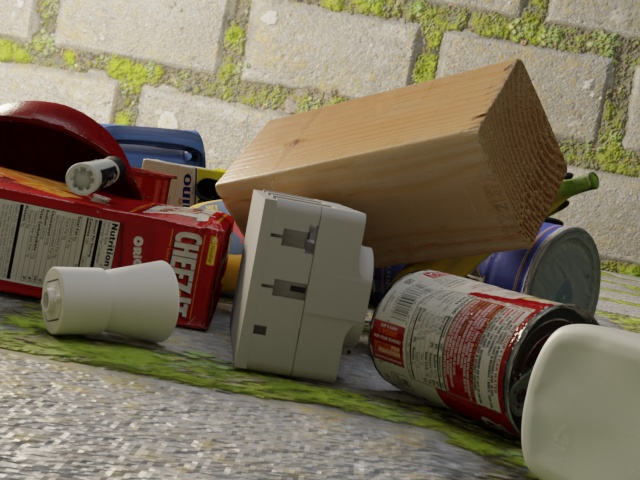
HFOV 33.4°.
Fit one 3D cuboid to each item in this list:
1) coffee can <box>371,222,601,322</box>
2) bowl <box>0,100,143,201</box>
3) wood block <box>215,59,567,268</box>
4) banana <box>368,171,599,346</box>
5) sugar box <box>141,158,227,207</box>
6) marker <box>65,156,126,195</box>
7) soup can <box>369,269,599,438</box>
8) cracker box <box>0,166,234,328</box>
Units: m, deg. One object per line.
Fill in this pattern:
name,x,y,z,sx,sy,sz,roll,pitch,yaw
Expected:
coffee can,0.124,0.029,0.805,0.141,0.103,0.102,13,4,41
bowl,-0.210,-0.056,0.825,0.162,0.055,0.162,6,-38,5
wood block,0.045,-0.042,0.717,0.207,0.090,0.090,-8,33,37
banana,0.096,0.008,0.715,0.037,0.197,0.070,54,-16,-8
sugar box,-0.135,-0.032,1.116,0.048,0.093,0.176,11,4,15
marker,-0.139,-0.042,0.670,0.020,0.020,0.121,10,6,-3
soup can,0.080,0.055,0.533,0.068,0.068,0.102,8,4,-37
cracker box,-0.169,-0.004,0.715,0.213,0.072,0.164,11,4,-3
